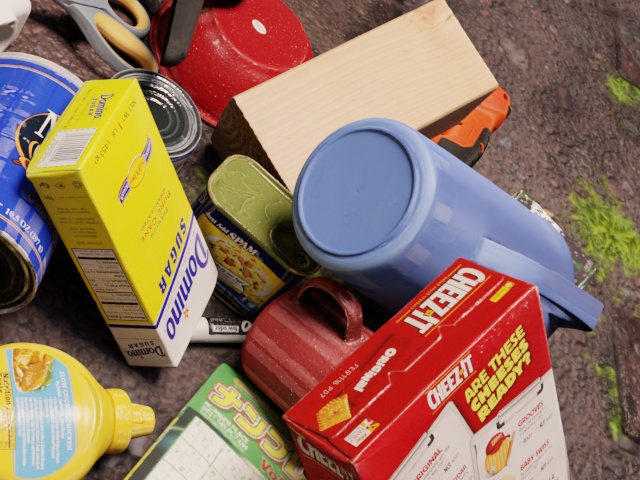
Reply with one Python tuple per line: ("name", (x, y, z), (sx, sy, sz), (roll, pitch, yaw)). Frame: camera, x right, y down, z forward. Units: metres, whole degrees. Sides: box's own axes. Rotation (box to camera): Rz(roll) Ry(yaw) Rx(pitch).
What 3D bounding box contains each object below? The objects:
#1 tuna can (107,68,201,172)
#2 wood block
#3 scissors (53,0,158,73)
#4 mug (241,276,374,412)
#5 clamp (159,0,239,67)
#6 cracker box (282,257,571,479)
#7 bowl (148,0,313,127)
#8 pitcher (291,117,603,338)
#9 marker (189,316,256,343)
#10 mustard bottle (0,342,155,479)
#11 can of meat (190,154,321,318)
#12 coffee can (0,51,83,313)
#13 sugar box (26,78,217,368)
("tuna can", (-0.136, -0.090, 0.827), (0.086, 0.034, 0.086), (19, 51, -25))
("wood block", (0.026, -0.104, 0.865), (0.205, 0.090, 0.091), (-30, 84, -23))
("scissors", (-0.199, -0.204, 0.834), (0.201, 0.016, 0.096), (45, 31, -28))
("mug", (0.000, 0.077, 0.746), (0.093, 0.117, 0.082), (-25, 47, -37))
("clamp", (-0.107, -0.215, 0.860), (0.209, 0.036, 0.165), (-25, 69, -44))
("cracker box", (0.079, 0.143, 0.683), (0.164, 0.072, 0.213), (-39, 130, -26))
("bowl", (-0.063, -0.167, 0.919), (0.161, 0.055, 0.162), (19, 51, -25))
("pitcher", (0.093, 0.006, 0.775), (0.242, 0.149, 0.145), (29, 40, -54))
("marker", (-0.047, 0.068, 0.793), (0.120, 0.020, 0.020), (5, 58, -34))
("mustard bottle", (-0.188, 0.108, 0.634), (0.191, 0.058, 0.096), (5, 59, -33))
("can of meat", (-0.055, 0.001, 0.788), (0.102, 0.084, 0.057), (41, 45, -6))
("coffee can", (-0.208, -0.038, 0.689), (0.102, 0.103, 0.140), (29, 48, -17))
("sugar box", (-0.122, -0.008, 0.699), (0.093, 0.048, 0.176), (-69, 149, -42))
